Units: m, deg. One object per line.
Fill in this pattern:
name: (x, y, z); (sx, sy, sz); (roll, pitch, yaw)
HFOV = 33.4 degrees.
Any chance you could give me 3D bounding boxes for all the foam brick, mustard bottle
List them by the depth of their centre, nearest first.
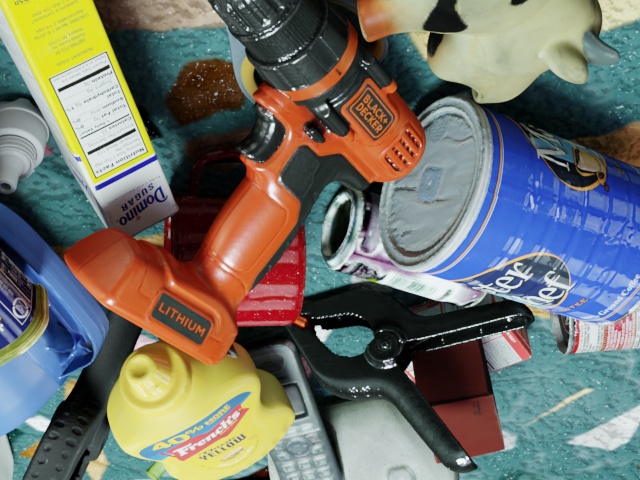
mustard bottle: (-0.081, 0.104, 0.677); (0.096, 0.058, 0.191); (-28, 156, 1)
foam brick: (0.098, 0.114, 0.761); (0.053, 0.051, 0.078); (-12, 137, 7)

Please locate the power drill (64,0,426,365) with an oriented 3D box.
power drill: (-0.042, -0.037, 0.549); (0.187, 0.057, 0.184); (-49, 137, 0)

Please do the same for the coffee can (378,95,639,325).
coffee can: (0.120, -0.015, 0.629); (0.140, 0.103, 0.103); (17, 133, -25)

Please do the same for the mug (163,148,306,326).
mug: (-0.054, 0.001, 0.662); (0.081, 0.093, 0.117); (0, 101, -11)

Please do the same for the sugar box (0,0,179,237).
sugar box: (-0.130, -0.091, 0.546); (0.048, 0.093, 0.176); (-31, 138, -11)

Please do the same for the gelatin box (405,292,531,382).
gelatin box: (0.098, 0.071, 0.776); (0.089, 0.030, 0.073); (-24, 134, 20)

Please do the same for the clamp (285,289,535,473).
clamp: (0.050, 0.087, 0.720); (0.172, 0.120, 0.039); (5, 149, 26)

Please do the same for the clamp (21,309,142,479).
clamp: (-0.158, 0.126, 0.705); (0.036, 0.209, 0.165); (21, 140, -1)

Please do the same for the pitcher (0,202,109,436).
pitcher: (-0.241, 0.002, 0.614); (0.149, 0.145, 0.242); (-34, 131, -6)
